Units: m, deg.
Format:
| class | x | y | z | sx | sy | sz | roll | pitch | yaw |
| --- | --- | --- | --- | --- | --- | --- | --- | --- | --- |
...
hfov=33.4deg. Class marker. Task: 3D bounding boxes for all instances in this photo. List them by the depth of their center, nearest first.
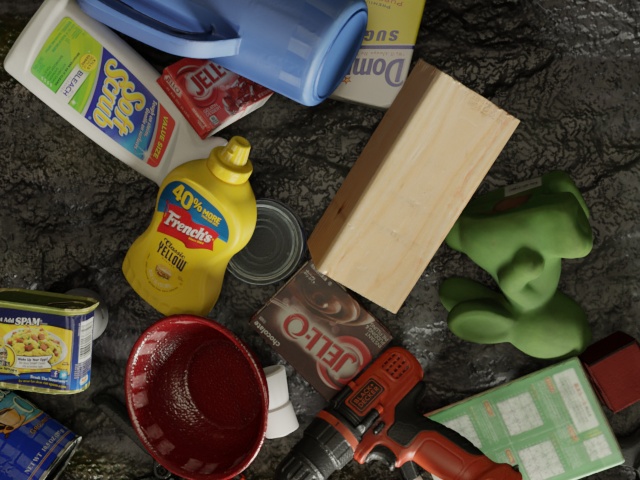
| class | x | y | z | sx | sy | sz | roll | pitch | yaw |
| --- | --- | --- | --- | --- | --- | --- | --- | --- | --- |
| marker | 0.102 | 0.261 | 1.044 | 0.020 | 0.020 | 0.121 | -22 | 96 | 4 |

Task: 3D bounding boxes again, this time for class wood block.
| class | x | y | z | sx | sy | sz | roll | pitch | yaw |
| --- | --- | --- | --- | --- | --- | --- | --- | --- | --- |
| wood block | 0.081 | -0.052 | 0.982 | 0.090 | 0.091 | 0.206 | 29 | 101 | -14 |

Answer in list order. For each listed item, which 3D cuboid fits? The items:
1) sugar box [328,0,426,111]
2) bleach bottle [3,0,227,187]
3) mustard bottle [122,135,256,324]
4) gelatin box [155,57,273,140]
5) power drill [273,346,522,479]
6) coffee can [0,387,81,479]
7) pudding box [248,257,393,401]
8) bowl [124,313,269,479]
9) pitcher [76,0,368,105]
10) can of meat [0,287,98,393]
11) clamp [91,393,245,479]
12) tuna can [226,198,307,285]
| class | x | y | z | sx | sy | sz | roll | pitch | yaw |
| --- | --- | --- | --- | --- | --- | --- | --- | --- | --- |
| sugar box | 0.051 | -0.218 | 1.022 | 0.093 | 0.048 | 0.176 | 13 | 92 | 3 |
| bleach bottle | -0.176 | -0.128 | 1.032 | 0.251 | 0.068 | 0.102 | 37 | 94 | -1 |
| mustard bottle | -0.112 | -0.017 | 0.993 | 0.096 | 0.058 | 0.192 | 39 | 122 | 13 |
| gelatin box | -0.100 | -0.147 | 1.018 | 0.089 | 0.030 | 0.073 | -36 | 89 | -36 |
| power drill | 0.075 | 0.211 | 0.981 | 0.188 | 0.057 | 0.184 | 39 | 70 | 20 |
| coffee can | -0.319 | 0.193 | 1.031 | 0.140 | 0.103 | 0.103 | 34 | 94 | 1 |
| pudding box | 0.001 | 0.086 | 1.039 | 0.113 | 0.039 | 0.090 | 44 | 94 | 1 |
| bowl | -0.106 | 0.143 | 1.012 | 0.162 | 0.055 | 0.162 | 5 | 100 | 28 |
| pitcher | -0.089 | -0.216 | 0.961 | 0.243 | 0.145 | 0.149 | 30 | 90 | 12 |
| can of meat | -0.263 | 0.094 | 0.998 | 0.102 | 0.057 | 0.084 | 7 | 98 | 7 |
| clamp | -0.163 | 0.233 | 1.054 | 0.171 | 0.039 | 0.120 | 20 | 91 | 3 |
| tuna can | -0.057 | 0.001 | 1.042 | 0.086 | 0.033 | 0.086 | 0 | 92 | 3 |
